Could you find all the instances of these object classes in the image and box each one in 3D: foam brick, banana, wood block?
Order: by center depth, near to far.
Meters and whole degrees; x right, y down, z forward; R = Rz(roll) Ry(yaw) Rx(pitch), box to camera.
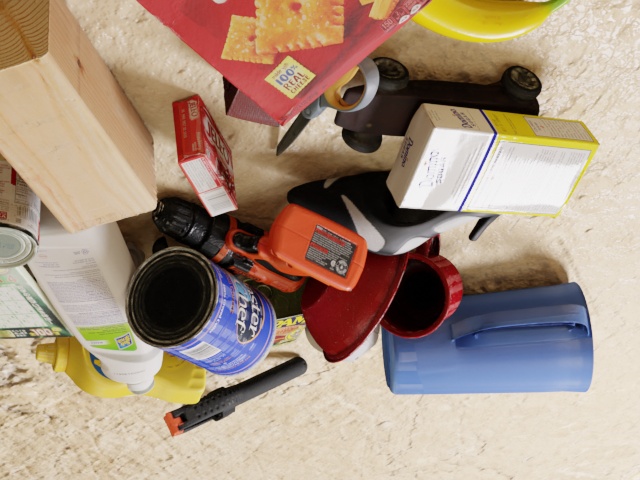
[{"bbox_3d":[0.111,-0.203,0.887,0.197,0.037,0.070,8,122,-24],"label":"banana"},{"bbox_3d":[-0.220,-0.107,0.903,0.090,0.091,0.206,-15,144,8],"label":"wood block"},{"bbox_3d":[-0.048,-0.145,0.917,0.051,0.053,0.078,8,141,-22],"label":"foam brick"}]

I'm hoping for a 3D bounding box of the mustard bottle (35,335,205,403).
[{"bbox_3d":[-0.231,0.137,1.235,0.191,0.096,0.058,7,141,-20],"label":"mustard bottle"}]

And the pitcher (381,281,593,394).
[{"bbox_3d":[0.198,0.119,1.274,0.243,0.145,0.149,-4,115,-1],"label":"pitcher"}]

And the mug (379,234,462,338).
[{"bbox_3d":[0.111,0.045,1.181,0.093,0.117,0.081,12,-171,21],"label":"mug"}]

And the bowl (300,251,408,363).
[{"bbox_3d":[0.026,0.046,1.127,0.055,0.162,0.162,30,133,-14],"label":"bowl"}]

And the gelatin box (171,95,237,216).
[{"bbox_3d":[-0.105,-0.078,0.982,0.030,0.073,0.089,-16,143,8],"label":"gelatin box"}]

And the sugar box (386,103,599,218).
[{"bbox_3d":[0.157,-0.071,0.981,0.176,0.048,0.093,5,129,-22],"label":"sugar box"}]

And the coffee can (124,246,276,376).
[{"bbox_3d":[-0.119,0.075,1.089,0.103,0.103,0.140,-20,156,16],"label":"coffee can"}]

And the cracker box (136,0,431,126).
[{"bbox_3d":[-0.041,-0.206,0.773,0.164,0.072,0.213,-37,128,19],"label":"cracker box"}]

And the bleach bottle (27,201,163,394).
[{"bbox_3d":[-0.229,0.066,1.098,0.103,0.068,0.251,-3,130,14],"label":"bleach bottle"}]

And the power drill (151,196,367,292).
[{"bbox_3d":[-0.057,0.001,1.052,0.184,0.057,0.188,25,168,-29],"label":"power drill"}]

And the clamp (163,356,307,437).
[{"bbox_3d":[-0.116,0.199,1.330,0.165,0.036,0.209,-32,170,23],"label":"clamp"}]

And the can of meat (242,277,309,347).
[{"bbox_3d":[-0.058,0.083,1.215,0.101,0.057,0.084,-10,152,-30],"label":"can of meat"}]

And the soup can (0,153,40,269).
[{"bbox_3d":[-0.291,-0.034,0.980,0.068,0.102,0.068,-6,145,-4],"label":"soup can"}]

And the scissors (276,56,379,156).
[{"bbox_3d":[-0.011,-0.139,0.951,0.016,0.096,0.202,-21,-177,-29],"label":"scissors"}]
